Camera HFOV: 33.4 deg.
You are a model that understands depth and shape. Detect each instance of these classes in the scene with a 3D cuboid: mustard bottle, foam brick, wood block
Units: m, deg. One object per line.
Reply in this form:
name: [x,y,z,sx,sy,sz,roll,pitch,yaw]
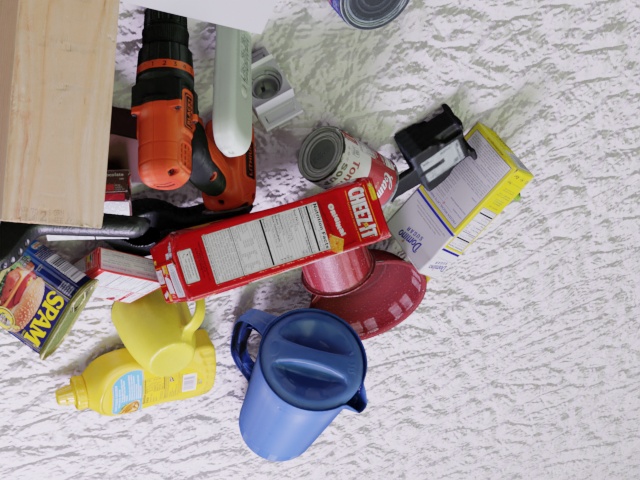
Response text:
mustard bottle: [-0.224,0.168,1.293,0.191,0.058,0.096,-12,139,-23]
foam brick: [-0.190,-0.094,1.053,0.078,0.051,0.053,8,127,-38]
wood block: [-0.231,-0.117,0.888,0.090,0.091,0.206,5,90,-37]

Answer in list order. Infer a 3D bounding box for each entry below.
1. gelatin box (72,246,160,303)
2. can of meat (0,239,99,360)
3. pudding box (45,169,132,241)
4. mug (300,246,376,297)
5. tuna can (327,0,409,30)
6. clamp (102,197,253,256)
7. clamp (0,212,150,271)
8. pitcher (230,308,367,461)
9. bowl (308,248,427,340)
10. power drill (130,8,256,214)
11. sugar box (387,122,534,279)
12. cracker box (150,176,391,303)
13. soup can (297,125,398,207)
gelatin box: [-0.223,0.038,1.162,0.089,0.030,0.073,14,150,-40]
can of meat: [-0.293,0.059,1.109,0.102,0.084,0.057,-55,179,24]
pudding box: [-0.230,-0.034,1.048,0.090,0.039,0.114,-1,160,-10]
mug: [0.017,-0.002,1.259,0.117,0.093,0.081,-51,139,-33]
tuna can: [0.050,-0.252,1.058,0.086,0.034,0.086,-18,138,-17]
clamp: [-0.167,-0.004,1.170,0.171,0.039,0.120,0,131,-25]
clamp: [-0.281,-0.040,0.963,0.209,0.164,0.036,-25,169,-17]
pitcher: [-0.042,0.187,1.356,0.144,0.149,0.243,-2,152,-16]
bowl: [0.051,0.061,1.355,0.162,0.055,0.162,-14,141,-12]
power drill: [-0.120,-0.116,1.019,0.057,0.184,0.187,-6,162,18]
sugar box: [0.167,-0.047,1.299,0.048,0.093,0.176,19,120,-44]
cracker box: [-0.057,0.001,1.093,0.213,0.072,0.164,-18,180,-15]
soup can: [0.031,-0.080,1.197,0.069,0.068,0.102,-47,138,17]
